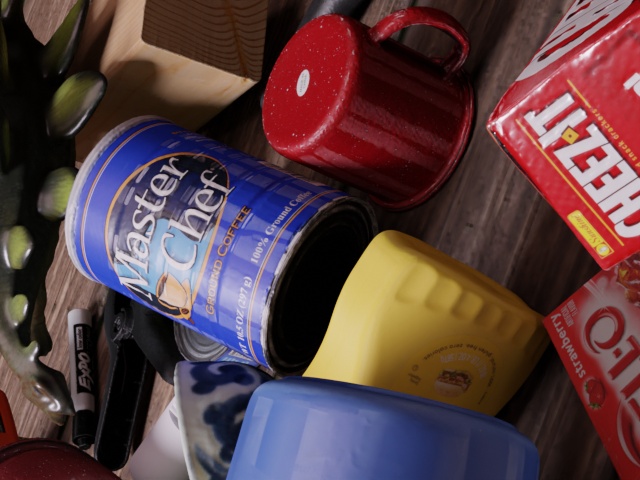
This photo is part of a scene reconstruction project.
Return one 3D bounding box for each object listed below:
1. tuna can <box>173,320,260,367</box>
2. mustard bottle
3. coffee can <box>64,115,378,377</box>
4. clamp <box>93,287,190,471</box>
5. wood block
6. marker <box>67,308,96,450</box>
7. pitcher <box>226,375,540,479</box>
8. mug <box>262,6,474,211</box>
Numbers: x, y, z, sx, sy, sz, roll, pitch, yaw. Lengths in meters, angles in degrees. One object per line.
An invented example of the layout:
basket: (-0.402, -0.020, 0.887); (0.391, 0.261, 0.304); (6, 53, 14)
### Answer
tuna can: (-0.055, 0.040, 0.672); (0.086, 0.033, 0.086); (-28, 52, 44)
mustard bottle: (0.018, 0.096, 0.480); (0.192, 0.096, 0.058); (-58, 34, 8)
coffee can: (-0.054, 0.001, 0.585); (0.140, 0.102, 0.103); (23, 93, 28)
clamp: (-0.121, 0.063, 0.745); (0.120, 0.039, 0.171); (-35, 47, 37)
wood block: (-0.128, -0.128, 0.781); (0.207, 0.090, 0.091); (-26, 54, 53)
marker: (-0.185, 0.106, 0.826); (0.020, 0.020, 0.121); (-42, 43, 33)
pitcher: (-0.008, 0.173, 0.369); (0.145, 0.149, 0.243); (-11, 63, 61)
mug: (0.030, -0.079, 0.575); (0.117, 0.081, 0.093); (-44, 43, 32)
